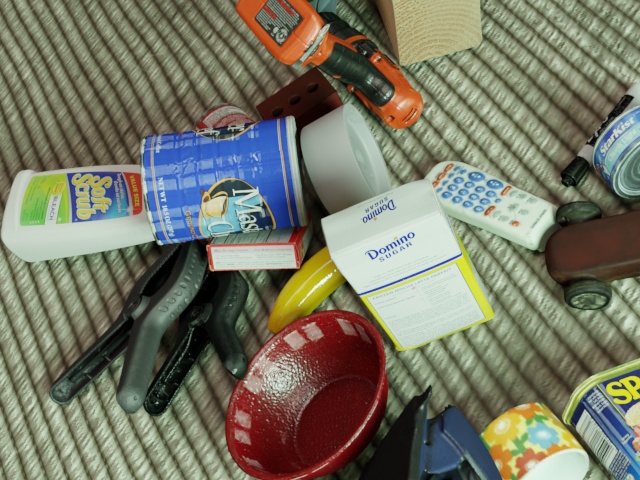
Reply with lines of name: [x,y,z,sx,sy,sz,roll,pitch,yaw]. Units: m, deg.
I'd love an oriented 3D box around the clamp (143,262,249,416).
clamp: [-0.098,0.079,0.987,0.120,0.039,0.171,-15,45,34]

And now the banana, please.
banana: [0.035,0.023,0.985,0.198,0.037,0.069,-23,50,9]

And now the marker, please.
marker: [0.259,-0.095,0.974,0.020,0.020,0.121,31,74,37]

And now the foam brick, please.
foam brick: [-0.018,-0.131,1.107,0.078,0.051,0.053,-35,50,-1]

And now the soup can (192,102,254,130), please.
soup can: [-0.079,-0.088,1.095,0.068,0.068,0.102,-40,51,-6]

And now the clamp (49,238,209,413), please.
clamp: [-0.175,0.078,1.024,0.165,0.036,0.209,-13,41,47]

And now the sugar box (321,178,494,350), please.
sugar box: [0.075,0.024,0.875,0.093,0.176,0.048,-22,51,10]

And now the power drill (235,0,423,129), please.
power drill: [0.004,-0.198,1.058,0.057,0.187,0.185,-52,53,15]

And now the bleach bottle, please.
bleach bottle: [-0.211,-0.040,1.114,0.251,0.068,0.102,-8,57,24]

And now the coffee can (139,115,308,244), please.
coffee can: [-0.087,-0.055,0.988,0.140,0.103,0.103,-8,53,1]

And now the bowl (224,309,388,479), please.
bowl: [-0.001,0.139,0.895,0.162,0.055,0.162,-26,41,24]

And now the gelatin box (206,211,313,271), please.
gelatin box: [-0.057,0.001,1.020,0.089,0.030,0.073,-3,24,13]

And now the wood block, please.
wood block: [0.097,-0.295,1.134,0.090,0.091,0.206,-15,51,0]
